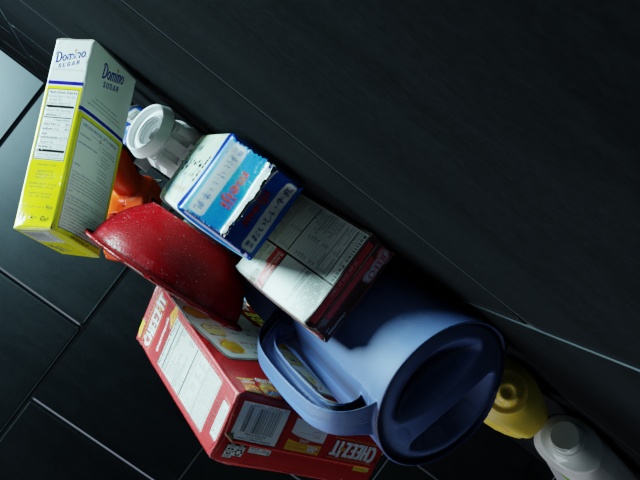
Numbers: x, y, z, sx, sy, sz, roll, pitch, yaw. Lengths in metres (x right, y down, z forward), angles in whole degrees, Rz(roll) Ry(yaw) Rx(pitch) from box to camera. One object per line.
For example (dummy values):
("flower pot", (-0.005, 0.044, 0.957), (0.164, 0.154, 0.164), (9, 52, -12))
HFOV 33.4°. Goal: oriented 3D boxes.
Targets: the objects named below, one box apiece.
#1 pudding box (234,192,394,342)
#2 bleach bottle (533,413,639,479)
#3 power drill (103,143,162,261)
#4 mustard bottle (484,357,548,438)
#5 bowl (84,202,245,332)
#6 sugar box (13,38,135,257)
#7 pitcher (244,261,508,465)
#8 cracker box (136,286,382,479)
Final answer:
("pudding box", (-0.007, 0.018, 0.865), (0.114, 0.090, 0.039), (34, 174, 46))
("bleach bottle", (0.282, 0.237, 1.120), (0.103, 0.068, 0.250), (35, 173, 30))
("power drill", (-0.225, -0.062, 1.103), (0.057, 0.184, 0.187), (-2, 141, 13))
("mustard bottle", (0.173, 0.146, 1.019), (0.096, 0.058, 0.191), (47, 178, 11))
("bowl", (-0.122, 0.014, 0.928), (0.162, 0.055, 0.162), (33, 177, 2))
("sugar box", (-0.217, -0.081, 0.956), (0.048, 0.176, 0.093), (3, 166, 15))
("pitcher", (0.026, 0.075, 0.913), (0.149, 0.145, 0.243), (36, -179, -45))
("cracker box", (-0.057, 0.129, 0.971), (0.164, 0.072, 0.214), (18, -166, -33))
